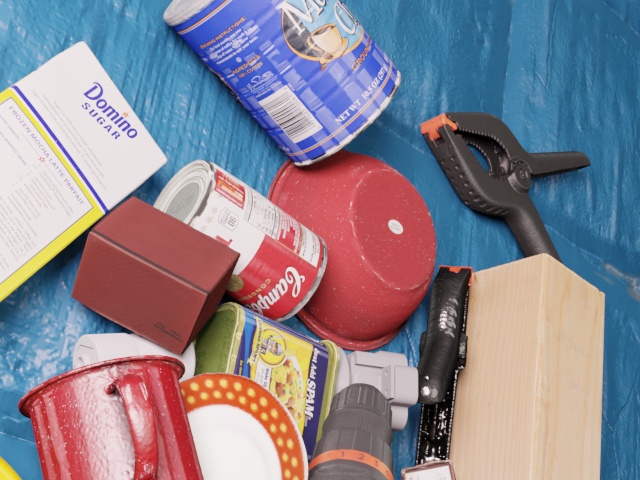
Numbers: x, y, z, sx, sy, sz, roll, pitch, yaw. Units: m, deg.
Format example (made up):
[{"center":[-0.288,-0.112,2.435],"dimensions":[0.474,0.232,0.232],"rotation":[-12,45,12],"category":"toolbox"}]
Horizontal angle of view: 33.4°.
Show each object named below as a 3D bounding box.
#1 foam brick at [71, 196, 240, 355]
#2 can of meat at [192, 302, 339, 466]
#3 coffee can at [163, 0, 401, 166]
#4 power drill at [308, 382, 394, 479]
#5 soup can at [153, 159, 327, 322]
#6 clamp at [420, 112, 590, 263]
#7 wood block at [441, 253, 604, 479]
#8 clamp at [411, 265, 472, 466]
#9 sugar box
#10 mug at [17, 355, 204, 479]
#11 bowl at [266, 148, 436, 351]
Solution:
[{"center":[-0.098,0.020,0.632],"dimensions":[0.078,0.053,0.051],"rotation":[28,33,3],"category":"foam brick"},{"center":[-0.041,0.100,0.684],"dimensions":[0.083,0.058,0.102],"rotation":[28,58,-33],"category":"can of meat"},{"center":[-0.026,-0.137,0.749],"dimensions":[0.140,0.103,0.102],"rotation":[47,48,-21],"category":"coffee can"},{"center":[0.024,0.205,0.646],"dimensions":[0.184,0.057,0.187],"rotation":[-73,156,-53],"category":"power drill"},{"center":[-0.055,0.001,0.698],"dimensions":[0.102,0.069,0.068],"rotation":[35,54,-30],"category":"soup can"},{"center":[0.170,-0.043,0.951],"dimensions":[0.209,0.036,0.164],"rotation":[25,59,-33],"category":"clamp"},{"center":[0.162,0.128,0.844],"dimensions":[0.090,0.091,0.206],"rotation":[30,56,-34],"category":"wood block"},{"center":[0.093,0.095,0.813],"dimensions":[0.171,0.039,0.120],"rotation":[-67,164,-47],"category":"clamp"},{"center":[-0.175,-0.034,0.612],"dimensions":[0.093,0.048,0.176],"rotation":[56,42,-13],"category":"sugar box"},{"center":[-0.104,0.111,0.565],"dimensions":[0.093,0.117,0.081],"rotation":[-7,66,-27],"category":"mug"},{"center":[0.036,-0.002,0.796],"dimensions":[0.161,0.055,0.162],"rotation":[17,64,-40],"category":"bowl"}]
